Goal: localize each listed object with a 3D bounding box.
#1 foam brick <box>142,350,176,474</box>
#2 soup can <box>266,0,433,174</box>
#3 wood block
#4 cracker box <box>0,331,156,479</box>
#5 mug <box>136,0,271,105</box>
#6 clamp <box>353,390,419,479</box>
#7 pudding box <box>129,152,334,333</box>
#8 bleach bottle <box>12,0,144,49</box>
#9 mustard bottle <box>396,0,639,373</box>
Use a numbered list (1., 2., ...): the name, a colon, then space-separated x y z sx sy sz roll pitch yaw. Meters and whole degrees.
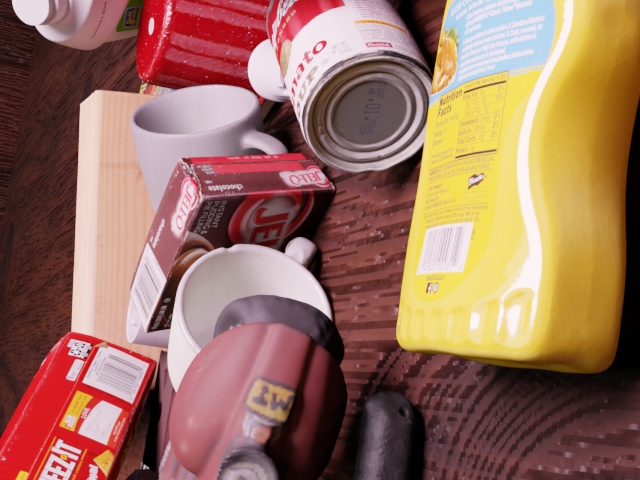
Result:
1. foam brick: -0.082 0.115 0.698 0.053 0.051 0.078 175 105 -68
2. soup can: 0.014 -0.088 0.533 0.102 0.068 0.069 -108 35 -50
3. wood block: -0.130 0.002 0.783 0.090 0.090 0.206 180 92 -70
4. cracker box: -0.185 0.188 0.683 0.164 0.072 0.214 -79 13 -61
5. mug: -0.074 -0.152 0.726 0.093 0.081 0.117 -153 73 -66
6. clamp: 0.019 0.150 0.446 0.171 0.039 0.120 -104 27 -52
7. pudding box: -0.054 0.001 0.625 0.039 0.089 0.114 59 137 31
8. bleach bottle: -0.132 -0.200 0.774 0.250 0.068 0.103 -42 -24 -59
9. mustard bottle: 0.073 -0.052 0.378 0.096 0.058 0.191 171 109 -69
